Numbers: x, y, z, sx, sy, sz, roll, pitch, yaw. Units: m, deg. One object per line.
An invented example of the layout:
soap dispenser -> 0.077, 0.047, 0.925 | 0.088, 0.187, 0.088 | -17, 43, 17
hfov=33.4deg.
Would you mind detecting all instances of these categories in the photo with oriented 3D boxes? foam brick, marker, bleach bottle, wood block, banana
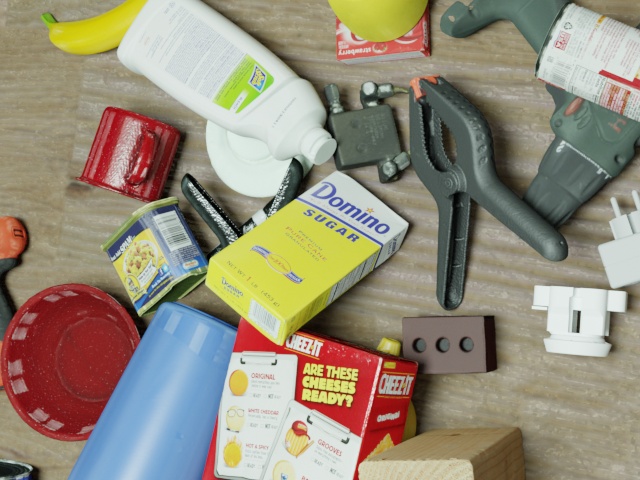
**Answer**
foam brick -> 0.118, 0.094, 0.975 | 0.078, 0.051, 0.053 | -4, 86, 21
marker -> -0.076, -0.007, 1.072 | 0.121, 0.020, 0.020 | -40, 75, 16
bleach bottle -> -0.085, -0.147, 1.037 | 0.251, 0.068, 0.103 | 41, 102, 27
wood block -> 0.109, 0.212, 0.890 | 0.091, 0.205, 0.090 | -5, 86, 21
banana -> -0.215, -0.240, 1.127 | 0.198, 0.037, 0.069 | -15, 82, 20

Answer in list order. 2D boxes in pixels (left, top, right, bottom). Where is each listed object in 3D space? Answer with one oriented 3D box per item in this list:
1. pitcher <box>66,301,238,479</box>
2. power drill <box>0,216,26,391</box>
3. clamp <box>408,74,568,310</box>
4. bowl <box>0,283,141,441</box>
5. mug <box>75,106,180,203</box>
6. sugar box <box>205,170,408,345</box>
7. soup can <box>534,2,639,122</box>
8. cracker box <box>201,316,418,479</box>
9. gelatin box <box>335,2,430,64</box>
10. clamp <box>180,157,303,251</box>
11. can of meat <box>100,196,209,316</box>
pitcher -> -0.144, 0.191, 1.022 | 0.145, 0.149, 0.243 | 21, 80, 21
power drill -> -0.395, 0.080, 1.173 | 0.185, 0.057, 0.187 | -16, 82, 20
clamp -> 0.133, -0.051, 0.938 | 0.165, 0.036, 0.210 | -21, 83, 55
bowl -> -0.248, 0.125, 1.110 | 0.162, 0.055, 0.162 | -1, 87, 15
mug -> -0.188, -0.085, 1.073 | 0.093, 0.117, 0.081 | 18, 89, -18
sugar box -> -0.009, 0.011, 0.971 | 0.093, 0.176, 0.048 | 39, 144, 18
soup can -> 0.233, -0.143, 0.860 | 0.102, 0.068, 0.068 | 26, 97, 16
cracker box -> -0.016, 0.190, 0.955 | 0.164, 0.072, 0.214 | 13, 89, 37
gelatin box -> 0.060, -0.210, 1.021 | 0.089, 0.030, 0.073 | -2, 87, 22
clamp -> -0.057, 0.001, 1.041 | 0.120, 0.039, 0.171 | -15, 100, 15
can of meat -> -0.164, 0.018, 1.073 | 0.102, 0.057, 0.084 | -38, 77, 42
